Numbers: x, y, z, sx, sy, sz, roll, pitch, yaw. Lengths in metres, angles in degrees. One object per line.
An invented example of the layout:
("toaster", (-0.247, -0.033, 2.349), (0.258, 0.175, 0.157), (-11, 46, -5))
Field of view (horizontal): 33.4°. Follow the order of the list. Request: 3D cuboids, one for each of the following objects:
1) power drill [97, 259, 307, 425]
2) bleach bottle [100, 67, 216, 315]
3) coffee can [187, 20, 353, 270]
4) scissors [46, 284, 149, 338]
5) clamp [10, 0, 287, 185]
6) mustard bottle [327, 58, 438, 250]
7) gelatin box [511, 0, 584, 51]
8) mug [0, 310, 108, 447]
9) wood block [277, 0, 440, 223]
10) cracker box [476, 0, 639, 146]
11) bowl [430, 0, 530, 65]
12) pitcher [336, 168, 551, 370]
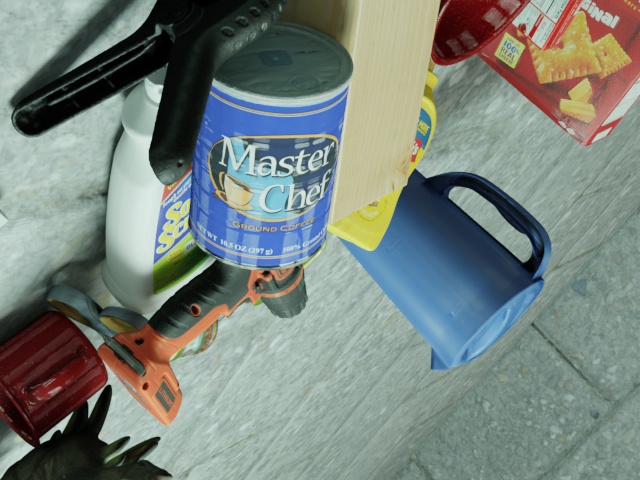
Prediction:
("power drill", (-0.089, 0.064, 0.900), (0.187, 0.057, 0.184), (-47, 152, -16))
("bleach bottle", (-0.124, -0.043, 0.822), (0.102, 0.068, 0.251), (-36, 159, -26))
("coffee can", (-0.037, -0.065, 0.733), (0.102, 0.103, 0.140), (-28, 141, -37))
("scissors", (-0.173, 0.084, 0.952), (0.201, 0.096, 0.016), (55, 50, -61))
("clamp", (-0.092, -0.125, 0.664), (0.209, 0.165, 0.036), (-57, 137, -24))
("mustard bottle", (0.056, -0.092, 0.984), (0.096, 0.058, 0.191), (28, 89, -42))
("gelatin box", (0.207, -0.238, 1.027), (0.030, 0.089, 0.073), (-29, 157, -36))
("mug", (-0.228, 0.111, 0.887), (0.081, 0.093, 0.117), (-39, -169, -27))
("wood block", (0.019, -0.130, 0.791), (0.090, 0.090, 0.206), (-29, 141, -36))
("cracker box", (0.276, -0.226, 1.079), (0.071, 0.164, 0.214), (-27, 156, -44))
("bowl", (0.139, -0.235, 0.947), (0.162, 0.055, 0.162), (-38, 161, -16))
("pitcher", (0.113, 0.001, 1.119), (0.149, 0.243, 0.145), (-36, 160, -21))
